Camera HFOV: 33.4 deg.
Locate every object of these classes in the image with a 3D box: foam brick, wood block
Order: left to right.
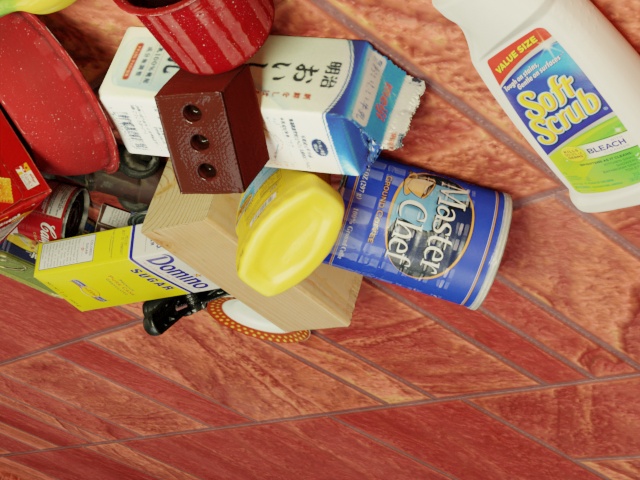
[{"bbox_3d":[-0.074,-0.078,0.743,0.053,0.051,0.078,0,121,22],"label":"foam brick"},{"bbox_3d":[-0.057,0.001,1.018,0.091,0.090,0.205,-9,144,42],"label":"wood block"}]

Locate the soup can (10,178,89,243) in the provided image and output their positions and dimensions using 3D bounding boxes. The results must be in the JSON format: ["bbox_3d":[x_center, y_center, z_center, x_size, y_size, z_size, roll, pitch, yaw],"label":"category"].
[{"bbox_3d":[-0.303,-0.035,1.119,0.102,0.068,0.068,15,155,4],"label":"soup can"}]

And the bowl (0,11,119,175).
[{"bbox_3d":[-0.229,-0.108,0.848,0.162,0.055,0.162,44,158,23],"label":"bowl"}]

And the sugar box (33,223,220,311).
[{"bbox_3d":[-0.189,0.026,1.081,0.176,0.048,0.093,-8,151,22],"label":"sugar box"}]

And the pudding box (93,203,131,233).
[{"bbox_3d":[-0.208,0.009,1.186,0.090,0.039,0.114,18,157,-7],"label":"pudding box"}]

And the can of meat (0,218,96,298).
[{"bbox_3d":[-0.309,0.004,1.183,0.102,0.084,0.058,26,153,-20],"label":"can of meat"}]

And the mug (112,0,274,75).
[{"bbox_3d":[-0.090,-0.168,0.709,0.117,0.093,0.081,28,168,31],"label":"mug"}]

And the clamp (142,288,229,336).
[{"bbox_3d":[-0.136,0.059,1.194,0.036,0.164,0.210,67,163,-5],"label":"clamp"}]

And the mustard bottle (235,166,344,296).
[{"bbox_3d":[-0.031,-0.030,0.879,0.058,0.096,0.191,35,-167,-17],"label":"mustard bottle"}]

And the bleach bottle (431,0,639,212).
[{"bbox_3d":[0.147,-0.114,0.696,0.103,0.068,0.250,-12,140,45],"label":"bleach bottle"}]

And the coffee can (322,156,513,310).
[{"bbox_3d":[0.078,-0.010,0.898,0.140,0.102,0.103,17,155,0],"label":"coffee can"}]
